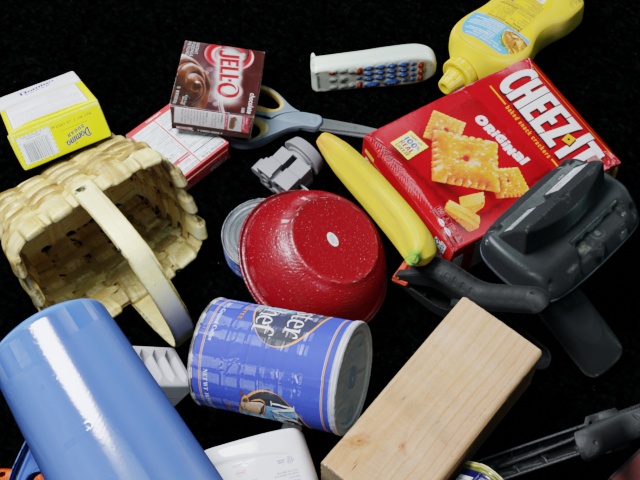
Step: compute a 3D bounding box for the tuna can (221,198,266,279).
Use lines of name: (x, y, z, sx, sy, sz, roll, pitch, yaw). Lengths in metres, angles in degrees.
tuna can: (-0.057, 0.001, 1.088, 0.086, 0.034, 0.086, 0, 60, 0)

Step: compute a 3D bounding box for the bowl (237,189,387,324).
bowl: (0.004, 0.010, 1.038, 0.162, 0.055, 0.162, 11, 60, -20)

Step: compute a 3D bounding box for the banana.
banana: (0.062, -0.036, 1.046, 0.037, 0.069, 0.198, -40, 51, 4)

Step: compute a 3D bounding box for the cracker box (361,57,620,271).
cracker box: (0.174, -0.079, 1.110, 0.213, 0.072, 0.164, -27, 64, -15)

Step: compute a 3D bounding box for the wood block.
wood block: (0.100, 0.165, 0.962, 0.090, 0.091, 0.206, 36, 66, 18)

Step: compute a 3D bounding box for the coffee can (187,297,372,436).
coffee can: (-0.035, 0.112, 0.966, 0.140, 0.103, 0.102, 9, 60, 19)

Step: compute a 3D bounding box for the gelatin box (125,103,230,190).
gelatin box: (-0.153, -0.101, 1.149, 0.073, 0.030, 0.089, -40, 67, -21)

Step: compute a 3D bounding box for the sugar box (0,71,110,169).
sugar box: (-0.279, -0.127, 1.103, 0.093, 0.048, 0.176, -23, 22, -11)

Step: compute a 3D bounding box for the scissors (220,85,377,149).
scissors: (-0.023, -0.117, 1.163, 0.202, 0.016, 0.096, 24, 61, 15)

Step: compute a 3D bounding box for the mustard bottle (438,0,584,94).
mustard bottle: (0.202, -0.226, 1.200, 0.096, 0.058, 0.191, 38, 67, 27)

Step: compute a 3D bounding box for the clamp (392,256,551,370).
clamp: (0.147, 0.054, 1.012, 0.172, 0.120, 0.039, 26, 57, 18)

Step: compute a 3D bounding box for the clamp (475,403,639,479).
clamp: (0.245, 0.174, 0.951, 0.209, 0.165, 0.036, -10, 76, -36)

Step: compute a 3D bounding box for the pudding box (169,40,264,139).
pudding box: (-0.110, -0.164, 1.152, 0.090, 0.039, 0.113, 7, 50, -2)

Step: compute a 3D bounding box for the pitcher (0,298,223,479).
pitcher: (-0.178, 0.178, 0.873, 0.148, 0.145, 0.243, -18, 66, -43)

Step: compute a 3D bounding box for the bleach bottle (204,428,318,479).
bleach bottle: (-0.030, 0.293, 0.908, 0.102, 0.068, 0.251, -15, 64, -2)
